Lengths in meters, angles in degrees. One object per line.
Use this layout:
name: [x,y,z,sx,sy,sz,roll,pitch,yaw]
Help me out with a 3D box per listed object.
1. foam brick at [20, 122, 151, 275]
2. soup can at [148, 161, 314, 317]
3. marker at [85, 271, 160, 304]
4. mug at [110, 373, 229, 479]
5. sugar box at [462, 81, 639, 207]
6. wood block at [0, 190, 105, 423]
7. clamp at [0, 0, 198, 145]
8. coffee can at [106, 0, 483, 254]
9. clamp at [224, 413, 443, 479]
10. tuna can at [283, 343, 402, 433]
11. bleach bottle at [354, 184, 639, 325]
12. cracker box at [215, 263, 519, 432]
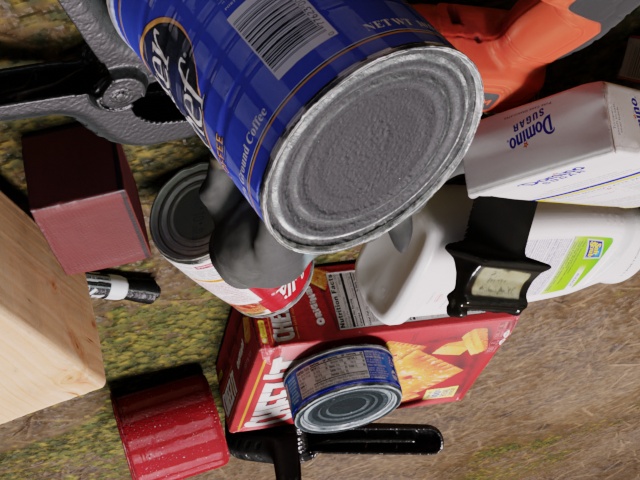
foam brick: [-0.132,-0.024,0.605,0.051,0.053,0.078,-14,151,-4]
soup can: [-0.054,0.001,0.672,0.068,0.068,0.102,-23,150,13]
marker: [-0.161,0.029,0.718,0.120,0.020,0.020,9,143,-39]
mug: [-0.127,0.166,0.914,0.081,0.093,0.117,-16,159,-11]
sugar box: [0.169,-0.051,0.618,0.094,0.048,0.175,-16,165,41]
wood block: [-0.205,0.021,0.568,0.091,0.090,0.206,-21,151,6]
clamp: [-0.101,-0.090,0.517,0.171,0.039,0.120,0,149,-42]
coffee can: [-0.014,-0.078,0.448,0.102,0.140,0.103,-25,145,-19]
clamp: [-0.024,0.174,0.911,0.210,0.036,0.164,5,-167,44]
tuna can: [0.017,0.111,0.793,0.086,0.034,0.086,-11,150,-7]
bleach bottle: [0.155,0.009,0.794,0.250,0.068,0.103,0,134,-31]
cracker box: [0.034,0.085,0.865,0.213,0.072,0.164,-6,150,-17]
